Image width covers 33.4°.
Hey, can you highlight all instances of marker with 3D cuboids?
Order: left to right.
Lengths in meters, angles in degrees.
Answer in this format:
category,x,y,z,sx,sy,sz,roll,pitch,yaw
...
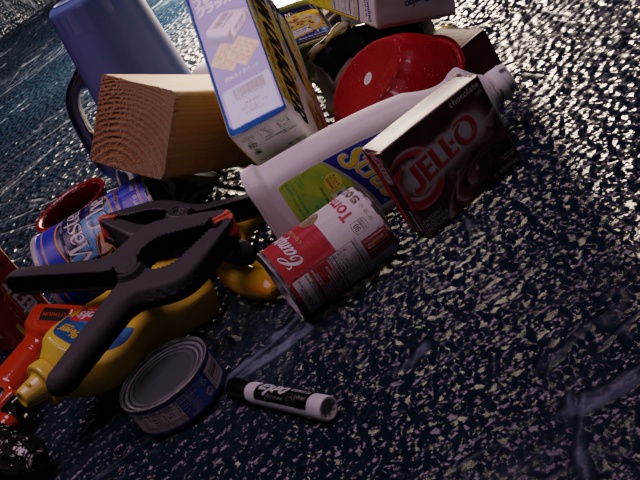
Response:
category,x,y,z,sx,sy,sz,roll,pitch,yaw
marker,-0.033,0.119,0.809,0.121,0.020,0.020,2,43,50

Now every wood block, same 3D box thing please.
category,x,y,z,sx,sy,sz,roll,pitch,yaw
wood block,-0.143,-0.125,1.136,0.090,0.091,0.205,16,14,21

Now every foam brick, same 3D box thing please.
category,x,y,z,sx,sy,sz,roll,pitch,yaw
foam brick,0.137,-0.181,1.084,0.051,0.053,0.078,-42,27,-16

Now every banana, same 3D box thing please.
category,x,y,z,sx,sy,sz,roll,pitch,yaw
banana,-0.073,0.008,1.020,0.070,0.037,0.198,-28,27,12

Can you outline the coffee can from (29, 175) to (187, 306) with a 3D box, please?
category,x,y,z,sx,sy,sz,roll,pitch,yaw
coffee can,-0.213,0.005,1.107,0.140,0.102,0.103,-30,27,7

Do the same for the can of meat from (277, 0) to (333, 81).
category,x,y,z,sx,sy,sz,roll,pitch,yaw
can of meat,-0.031,-0.221,1.215,0.102,0.057,0.084,-20,45,-7

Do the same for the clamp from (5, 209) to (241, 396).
category,x,y,z,sx,sy,sz,roll,pitch,yaw
clamp,-0.161,0.041,0.910,0.210,0.036,0.165,-24,42,-4

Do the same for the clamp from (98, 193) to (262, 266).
category,x,y,z,sx,sy,sz,roll,pitch,yaw
clamp,-0.122,-0.017,1.012,0.172,0.039,0.120,6,25,18

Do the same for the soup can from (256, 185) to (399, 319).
category,x,y,z,sx,sy,sz,roll,pitch,yaw
soup can,0.007,0.009,0.894,0.102,0.068,0.069,-36,26,-7

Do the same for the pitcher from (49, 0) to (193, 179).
category,x,y,z,sx,sy,sz,roll,pitch,yaw
pitcher,-0.233,-0.193,1.305,0.149,0.243,0.145,-40,23,-26

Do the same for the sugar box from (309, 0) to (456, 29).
category,x,y,z,sx,sy,sz,roll,pitch,yaw
sugar box,0.062,-0.265,1.138,0.093,0.048,0.176,-14,22,-20

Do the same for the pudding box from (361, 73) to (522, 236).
category,x,y,z,sx,sy,sz,roll,pitch,yaw
pudding box,0.103,-0.073,0.899,0.113,0.090,0.039,-40,27,-14

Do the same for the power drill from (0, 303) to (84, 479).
category,x,y,z,sx,sy,sz,roll,pitch,yaw
power drill,-0.274,0.142,0.998,0.185,0.057,0.187,1,41,40

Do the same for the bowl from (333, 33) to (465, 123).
category,x,y,z,sx,sy,sz,roll,pitch,yaw
bowl,0.063,-0.144,1.040,0.162,0.055,0.162,-34,40,34

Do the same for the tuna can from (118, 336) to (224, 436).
category,x,y,z,sx,sy,sz,roll,pitch,yaw
tuna can,-0.123,0.121,0.889,0.086,0.033,0.086,-26,27,15

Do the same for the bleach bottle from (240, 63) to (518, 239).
category,x,y,z,sx,sy,sz,roll,pitch,yaw
bleach bottle,0.059,-0.084,0.953,0.251,0.102,0.068,-33,20,3

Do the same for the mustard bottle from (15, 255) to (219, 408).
category,x,y,z,sx,sy,sz,roll,pitch,yaw
mustard bottle,-0.188,0.086,0.950,0.096,0.058,0.191,21,46,38

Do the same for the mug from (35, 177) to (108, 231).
category,x,y,z,sx,sy,sz,roll,pitch,yaw
mug,-0.252,-0.014,1.206,0.117,0.081,0.093,-12,33,36
